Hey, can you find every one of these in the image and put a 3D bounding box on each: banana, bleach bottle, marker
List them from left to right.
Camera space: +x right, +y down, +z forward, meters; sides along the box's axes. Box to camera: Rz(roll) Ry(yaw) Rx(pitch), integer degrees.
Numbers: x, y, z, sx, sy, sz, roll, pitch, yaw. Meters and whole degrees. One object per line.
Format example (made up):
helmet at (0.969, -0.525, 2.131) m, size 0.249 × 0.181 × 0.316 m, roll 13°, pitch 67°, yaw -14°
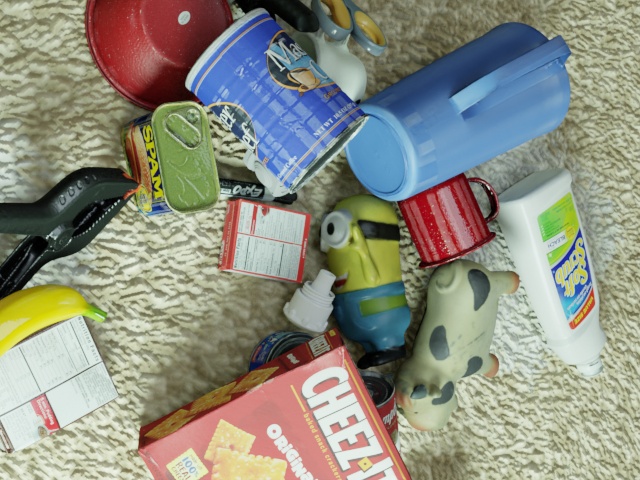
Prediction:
banana at (-0.270, 0.093, 0.899) m, size 0.197 × 0.037 × 0.069 m, roll -39°, pitch 100°, yaw -30°
marker at (-0.077, -0.051, 1.084) m, size 0.120 × 0.020 × 0.020 m, roll 6°, pitch 84°, yaw -32°
bleach bottle at (0.293, 0.046, 1.288) m, size 0.102 × 0.068 × 0.251 m, roll -31°, pitch 106°, yaw -29°

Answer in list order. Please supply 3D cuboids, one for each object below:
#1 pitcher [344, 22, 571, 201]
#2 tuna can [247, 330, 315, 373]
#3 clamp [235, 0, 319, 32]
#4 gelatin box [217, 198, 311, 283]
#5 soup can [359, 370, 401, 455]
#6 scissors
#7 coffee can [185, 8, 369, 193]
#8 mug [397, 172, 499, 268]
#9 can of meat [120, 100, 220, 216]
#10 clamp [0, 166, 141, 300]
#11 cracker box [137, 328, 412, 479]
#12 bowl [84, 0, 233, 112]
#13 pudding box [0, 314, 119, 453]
pitcher at (0.148, -0.139, 1.130) m, size 0.242 × 0.145 × 0.149 m, roll -29°, pitch 133°, yaw -33°
tuna can at (-0.030, 0.136, 1.094) m, size 0.086 × 0.034 × 0.086 m, roll 2°, pitch 86°, yaw -32°
clamp at (-0.059, -0.234, 1.066) m, size 0.039 × 0.120 × 0.171 m, roll -8°, pitch 59°, yaw -33°
gelatin box at (-0.057, 0.001, 1.087) m, size 0.089 × 0.030 × 0.073 m, roll 12°, pitch 82°, yaw -31°
soup can at (0.047, 0.196, 1.102) m, size 0.068 × 0.069 × 0.102 m, roll -26°, pitch 122°, yaw -31°
scissors at (0.024, -0.250, 1.088) m, size 0.096 × 0.016 × 0.201 m, roll 31°, pitch 32°, yaw -22°
coffee can at (-0.040, -0.128, 0.984) m, size 0.140 × 0.103 × 0.102 m, roll 46°, pitch 63°, yaw 2°
mug at (0.146, -0.030, 1.180) m, size 0.117 × 0.093 × 0.081 m, roll -26°, pitch 96°, yaw -16°
can of meat at (-0.143, -0.074, 1.005) m, size 0.057 × 0.084 × 0.102 m, roll -12°, pitch 94°, yaw -32°
clamp at (-0.243, -0.002, 0.937) m, size 0.036 × 0.165 × 0.209 m, roll 38°, pitch 40°, yaw 15°
cracker box at (-0.041, 0.207, 1.010) m, size 0.213 × 0.072 × 0.164 m, roll -27°, pitch 102°, yaw -1°
bowl at (-0.142, -0.207, 1.031) m, size 0.161 × 0.055 × 0.162 m, roll 3°, pitch 85°, yaw -32°
pudding box at (-0.248, 0.125, 0.954) m, size 0.113 × 0.039 × 0.090 m, roll -28°, pitch 100°, yaw -32°
